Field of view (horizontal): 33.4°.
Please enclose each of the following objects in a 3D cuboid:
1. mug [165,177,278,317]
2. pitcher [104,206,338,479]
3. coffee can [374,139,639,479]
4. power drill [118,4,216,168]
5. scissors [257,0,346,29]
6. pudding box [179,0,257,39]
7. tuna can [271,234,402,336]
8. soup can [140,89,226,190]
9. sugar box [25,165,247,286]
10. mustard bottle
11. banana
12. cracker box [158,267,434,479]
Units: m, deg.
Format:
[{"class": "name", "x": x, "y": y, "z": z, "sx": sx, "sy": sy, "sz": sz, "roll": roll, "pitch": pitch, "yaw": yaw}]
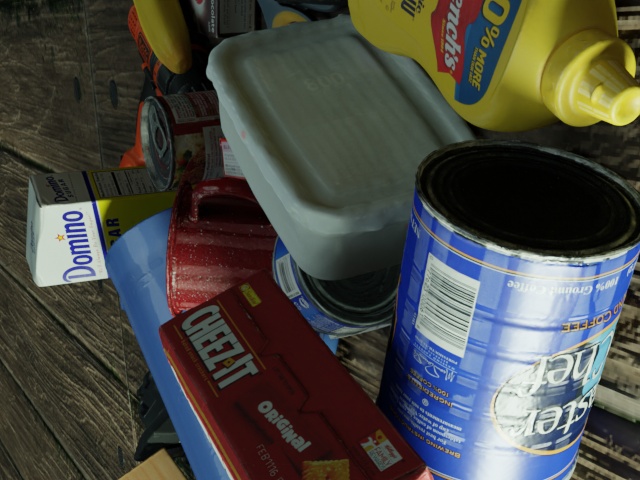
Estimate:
[{"class": "mug", "x": -0.055, "y": 0.001, "z": 0.708, "sx": 0.117, "sy": 0.081, "sz": 0.093, "roll": 91, "pitch": -175, "yaw": -48}, {"class": "pitcher", "x": -0.056, "y": 0.091, "z": 0.798, "sx": 0.149, "sy": 0.145, "sz": 0.243, "roll": 104, "pitch": 145, "yaw": -65}, {"class": "coffee can", "x": 0.084, "y": 0.038, "z": 0.496, "sx": 0.103, "sy": 0.102, "sz": 0.140, "roll": 49, "pitch": 141, "yaw": 47}, {"class": "power drill", "x": -0.132, "y": -0.100, "z": 0.954, "sx": 0.184, "sy": 0.057, "sz": 0.188, "roll": -119, "pitch": 34, "yaw": -42}, {"class": "scissors", "x": -0.047, "y": -0.170, "z": 0.746, "sx": 0.202, "sy": 0.016, "sz": 0.096, "roll": 21, "pitch": 122, "yaw": 47}, {"class": "pudding box", "x": -0.083, "y": -0.217, "z": 0.824, "sx": 0.090, "sy": 0.039, "sz": 0.113, "roll": 31, "pitch": 126, "yaw": 58}, {"class": "tuna can", "x": 0.016, "y": 0.013, "z": 0.648, "sx": 0.034, "sy": 0.086, "sz": 0.086, "roll": -29, "pitch": 73, "yaw": 62}, {"class": "soup can", "x": -0.073, "y": -0.077, "z": 0.781, "sx": 0.069, "sy": 0.102, "sz": 0.068, "roll": 35, "pitch": 130, "yaw": 57}, {"class": "sugar box", "x": -0.148, "y": -0.016, "z": 0.874, "sx": 0.048, "sy": 0.176, "sz": 0.093, "roll": 60, "pitch": 148, "yaw": 37}, {"class": "mustard bottle", "x": 0.082, "y": -0.105, "z": 0.498, "sx": 0.192, "sy": 0.058, "sz": 0.096, "roll": 50, "pitch": 131, "yaw": 45}, {"class": "banana", "x": -0.133, "y": -0.217, "z": 0.832, "sx": 0.070, "sy": 0.037, "sz": 0.198, "roll": 143, "pitch": 116, "yaw": -76}, {"class": "cracker box", "x": 0.007, "y": 0.145, "z": 0.525, "sx": 0.164, "sy": 0.072, "sz": 0.213, "roll": 46, "pitch": 161, "yaw": 51}]
